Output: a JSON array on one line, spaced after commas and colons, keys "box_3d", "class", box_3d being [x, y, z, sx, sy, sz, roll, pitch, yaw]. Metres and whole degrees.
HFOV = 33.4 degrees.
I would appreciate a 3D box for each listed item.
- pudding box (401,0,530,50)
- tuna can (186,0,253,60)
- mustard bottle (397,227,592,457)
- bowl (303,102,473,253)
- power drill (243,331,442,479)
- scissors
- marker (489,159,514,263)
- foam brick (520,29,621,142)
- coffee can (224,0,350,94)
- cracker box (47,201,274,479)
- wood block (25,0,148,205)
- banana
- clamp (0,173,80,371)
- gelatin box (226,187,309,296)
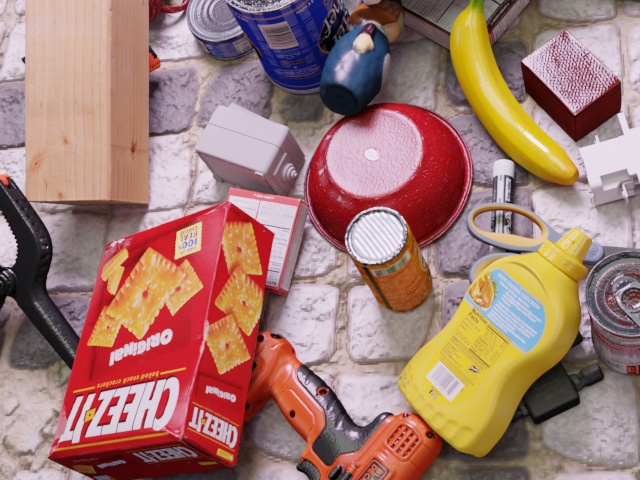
[{"box_3d": [0.132, -0.235, 1.033, 0.114, 0.039, 0.090, 37, 84, 30], "class": "pudding box"}, {"box_3d": [-0.095, -0.232, 1.104, 0.086, 0.033, 0.086, -7, 65, 14], "class": "tuna can"}, {"box_3d": [0.149, 0.070, 0.845, 0.192, 0.058, 0.096, -54, 44, 10], "class": "mustard bottle"}, {"box_3d": [0.055, -0.067, 0.971, 0.162, 0.055, 0.162, -7, 65, 15], "class": "bowl"}, {"box_3d": [-0.020, 0.180, 0.884, 0.188, 0.057, 0.184, 38, 82, 26], "class": "power drill"}, {"box_3d": [0.212, 0.026, 0.891, 0.202, 0.016, 0.096, 20, 73, 15], "class": "scissors"}, {"box_3d": [0.158, -0.013, 0.935, 0.020, 0.020, 0.121, -1, 66, 17], "class": "marker"}, {"box_3d": [0.224, -0.138, 0.953, 0.053, 0.051, 0.078, -35, 61, -2], "class": "foam brick"}, {"box_3d": [-0.028, -0.219, 1.017, 0.103, 0.140, 0.103, -7, 65, 14], "class": "coffee can"}, {"box_3d": [-0.134, 0.087, 0.906, 0.164, 0.072, 0.213, -16, 52, 37], "class": "cracker box"}, {"box_3d": [-0.222, -0.139, 1.027, 0.090, 0.090, 0.206, 0, 90, 17], "class": "wood block"}, {"box_3d": [0.163, -0.128, 0.955, 0.037, 0.070, 0.198, -23, 82, -24], "class": "banana"}, {"box_3d": [-0.281, 0.044, 0.993, 0.165, 0.036, 0.210, 3, 97, 14], "class": "clamp"}, {"box_3d": [-0.056, 0.001, 0.982, 0.073, 0.030, 0.089, 10, 82, 21], "class": "gelatin box"}]
